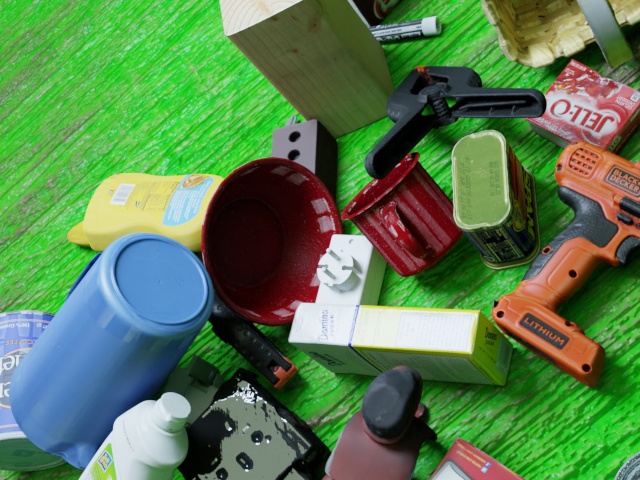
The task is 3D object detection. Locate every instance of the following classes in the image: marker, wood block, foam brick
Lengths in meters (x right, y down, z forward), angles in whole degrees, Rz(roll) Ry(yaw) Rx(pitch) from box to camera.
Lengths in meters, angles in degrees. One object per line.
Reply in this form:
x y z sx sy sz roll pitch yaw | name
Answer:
0.070 -0.222 1.143 0.121 0.020 0.020 -3 65 29 | marker
-0.009 -0.196 1.059 0.090 0.205 0.091 -22 58 19 | wood block
-0.016 -0.077 1.100 0.053 0.051 0.078 -11 61 24 | foam brick

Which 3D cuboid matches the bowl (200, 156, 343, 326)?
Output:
-0.057 0.001 1.035 0.055 0.162 0.162 0 64 55 | bowl

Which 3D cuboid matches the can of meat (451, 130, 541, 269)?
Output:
0.157 -0.037 0.962 0.058 0.083 0.102 -12 61 24 | can of meat

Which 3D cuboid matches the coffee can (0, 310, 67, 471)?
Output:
-0.309 0.158 1.117 0.103 0.102 0.140 -19 58 20 | coffee can

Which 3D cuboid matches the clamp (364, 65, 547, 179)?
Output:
0.120 -0.128 0.994 0.165 0.036 0.210 -18 23 12 | clamp

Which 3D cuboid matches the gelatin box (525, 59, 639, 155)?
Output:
0.247 -0.117 0.983 0.089 0.030 0.073 37 88 37 | gelatin box

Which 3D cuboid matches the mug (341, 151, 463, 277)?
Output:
0.079 -0.018 0.970 0.093 0.081 0.117 -39 11 12 | mug

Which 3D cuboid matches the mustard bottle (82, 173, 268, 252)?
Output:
-0.145 -0.029 1.112 0.192 0.058 0.096 1 42 20 | mustard bottle

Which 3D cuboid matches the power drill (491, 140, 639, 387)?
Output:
0.247 0.025 0.894 0.185 0.057 0.187 31 83 29 | power drill

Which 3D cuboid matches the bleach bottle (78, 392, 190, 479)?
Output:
-0.179 0.238 0.962 0.251 0.067 0.103 -57 48 28 | bleach bottle

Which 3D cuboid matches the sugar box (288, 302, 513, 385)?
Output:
0.071 0.090 0.941 0.176 0.093 0.048 3 68 30 | sugar box

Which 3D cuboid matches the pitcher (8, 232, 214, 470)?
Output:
-0.196 0.090 1.003 0.149 0.144 0.243 43 134 2 | pitcher

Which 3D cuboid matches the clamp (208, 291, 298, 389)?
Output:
-0.093 0.075 1.031 0.172 0.120 0.039 39 93 33 | clamp
